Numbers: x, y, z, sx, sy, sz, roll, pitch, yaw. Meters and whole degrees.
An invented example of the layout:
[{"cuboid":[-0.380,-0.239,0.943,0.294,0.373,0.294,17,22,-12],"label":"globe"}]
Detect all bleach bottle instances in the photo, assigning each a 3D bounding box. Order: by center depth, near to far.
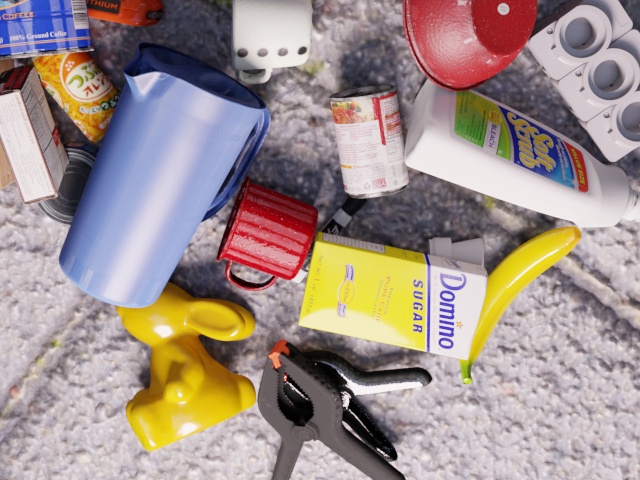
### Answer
[{"cuboid":[0.212,-0.080,1.068,0.250,0.102,0.068,19,144,-10],"label":"bleach bottle"}]

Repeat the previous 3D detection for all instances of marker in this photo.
[{"cuboid":[0.008,-0.006,1.125,0.020,0.020,0.121,38,103,-8],"label":"marker"}]

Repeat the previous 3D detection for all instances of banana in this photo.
[{"cuboid":[0.196,0.057,1.113,0.037,0.070,0.198,23,106,-41],"label":"banana"}]

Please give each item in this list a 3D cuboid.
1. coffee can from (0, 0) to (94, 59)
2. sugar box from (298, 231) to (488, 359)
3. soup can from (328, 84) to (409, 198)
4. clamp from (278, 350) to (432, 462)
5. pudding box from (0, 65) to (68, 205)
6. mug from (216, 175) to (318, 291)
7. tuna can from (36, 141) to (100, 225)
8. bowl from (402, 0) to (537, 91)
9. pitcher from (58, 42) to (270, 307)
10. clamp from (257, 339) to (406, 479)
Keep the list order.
[{"cuboid":[-0.268,-0.239,0.976,0.103,0.103,0.140,-5,101,3],"label":"coffee can"},{"cuboid":[0.072,0.056,1.071,0.176,0.048,0.093,12,105,0],"label":"sugar box"},{"cuboid":[0.050,-0.100,1.073,0.068,0.068,0.102,-9,105,4],"label":"soup can"},{"cuboid":[0.027,0.176,1.165,0.171,0.039,0.120,13,107,6],"label":"clamp"},{"cuboid":[-0.281,-0.103,1.028,0.039,0.090,0.113,-15,114,2],"label":"pudding box"},{"cuboid":[-0.057,0.001,1.096,0.081,0.093,0.117,20,110,-9],"label":"mug"},{"cuboid":[-0.256,-0.059,1.112,0.086,0.033,0.086,1,105,2],"label":"tuna can"},{"cuboid":[0.152,-0.219,0.997,0.161,0.055,0.162,-10,106,-37],"label":"bowl"},{"cuboid":[-0.155,-0.059,1.050,0.149,0.145,0.243,26,106,-8],"label":"pitcher"},{"cuboid":[-0.001,0.200,1.142,0.165,0.036,0.210,-5,116,20],"label":"clamp"}]
